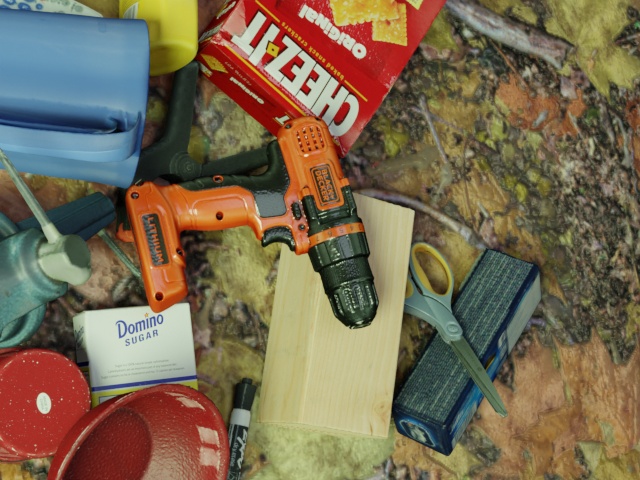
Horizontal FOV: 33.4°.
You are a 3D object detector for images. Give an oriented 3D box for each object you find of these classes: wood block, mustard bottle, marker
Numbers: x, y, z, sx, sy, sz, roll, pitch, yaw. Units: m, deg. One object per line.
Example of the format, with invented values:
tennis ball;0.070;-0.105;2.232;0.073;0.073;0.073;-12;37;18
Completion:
wood block;0.014;0.067;0.958;0.090;0.090;0.206;14;75;-27
mustard bottle;-0.140;-0.245;0.919;0.058;0.096;0.191;4;79;-30
marker;-0.075;0.180;0.929;0.020;0.020;0.121;18;73;-26

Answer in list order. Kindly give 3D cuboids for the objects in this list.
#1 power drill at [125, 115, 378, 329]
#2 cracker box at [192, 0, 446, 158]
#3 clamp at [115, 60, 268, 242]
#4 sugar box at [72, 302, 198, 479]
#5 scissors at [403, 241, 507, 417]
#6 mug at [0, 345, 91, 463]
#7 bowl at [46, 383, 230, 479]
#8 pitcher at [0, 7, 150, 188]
power drill;-0.056;0.001;0.875;0.187;0.057;0.184;-14;78;-14
cracker box;0.003;-0.202;0.991;0.164;0.072;0.213;39;69;-18
clamp;-0.112;-0.060;0.938;0.120;0.039;0.171;33;73;-16
sugar box;-0.148;0.143;0.879;0.093;0.048;0.176;-2;80;-28
scissors;0.102;0.080;0.993;0.096;0.016;0.202;-1;49;-14
mug;-0.233;0.132;0.810;0.117;0.082;0.093;-41;102;-29
bowl;-0.146;0.175;0.795;0.161;0.055;0.162;-18;117;-41
pitcher;-0.251;-0.111;0.794;0.242;0.149;0.145;4;72;-19
